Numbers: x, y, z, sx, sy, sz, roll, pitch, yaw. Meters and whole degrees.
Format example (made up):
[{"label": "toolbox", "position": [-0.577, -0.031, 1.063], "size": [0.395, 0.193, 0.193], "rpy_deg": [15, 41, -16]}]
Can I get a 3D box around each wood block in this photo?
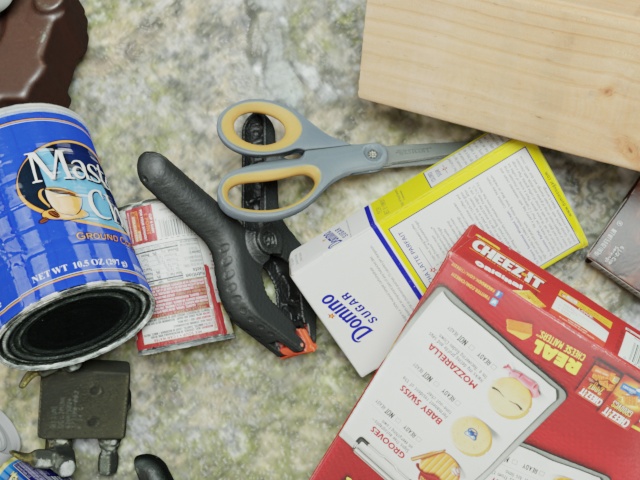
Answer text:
[{"label": "wood block", "position": [0.137, -0.117, 0.647], "size": [0.206, 0.090, 0.090], "rpy_deg": [18, 124, 19]}]

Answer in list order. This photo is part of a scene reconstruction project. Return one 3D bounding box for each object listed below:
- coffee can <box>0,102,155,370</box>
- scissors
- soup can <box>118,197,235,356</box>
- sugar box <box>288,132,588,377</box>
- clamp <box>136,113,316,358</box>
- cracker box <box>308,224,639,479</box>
[{"label": "coffee can", "position": [-0.177, -0.002, 0.687], "size": [0.103, 0.102, 0.140], "rpy_deg": [-29, 65, 8]}, {"label": "scissors", "position": [0.019, -0.069, 0.711], "size": [0.201, 0.016, 0.096], "rpy_deg": [-20, 70, -19]}, {"label": "soup can", "position": [-0.101, 0.023, 0.732], "size": [0.068, 0.068, 0.102], "rpy_deg": [-12, 86, 9]}, {"label": "sugar box", "position": [0.076, 0.005, 0.699], "size": [0.176, 0.048, 0.093], "rpy_deg": [-30, 111, 10]}, {"label": "clamp", "position": [-0.055, 0.001, 0.710], "size": [0.039, 0.120, 0.171], "rpy_deg": [-23, 84, 49]}, {"label": "cracker box", "position": [0.104, 0.123, 0.660], "size": [0.164, 0.072, 0.214], "rpy_deg": [33, 116, 10]}]
